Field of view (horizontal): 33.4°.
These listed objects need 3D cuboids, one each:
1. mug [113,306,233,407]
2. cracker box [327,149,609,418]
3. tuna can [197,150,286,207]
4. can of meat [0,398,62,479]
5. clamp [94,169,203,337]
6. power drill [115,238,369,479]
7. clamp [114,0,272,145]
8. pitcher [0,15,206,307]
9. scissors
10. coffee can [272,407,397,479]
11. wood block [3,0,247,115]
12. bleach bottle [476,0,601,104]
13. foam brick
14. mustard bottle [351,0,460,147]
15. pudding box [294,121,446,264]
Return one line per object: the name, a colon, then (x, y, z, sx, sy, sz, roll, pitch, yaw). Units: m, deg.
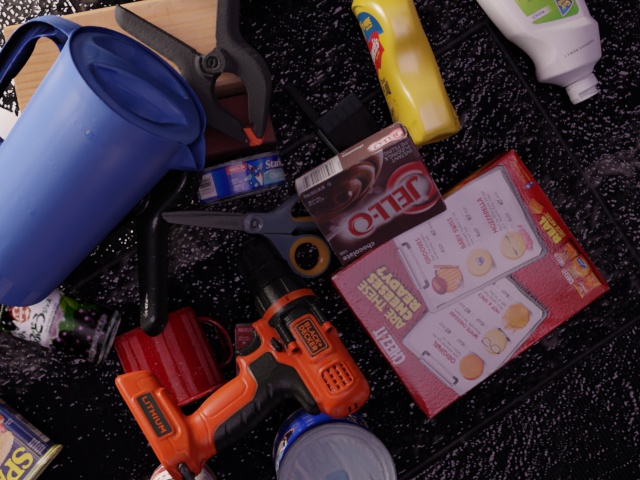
mug: (-0.133, 0.109, 1.001, 0.117, 0.093, 0.081, -23, 89, -37)
cracker box: (0.139, 0.040, 1.026, 0.213, 0.072, 0.164, -35, 91, -3)
tuna can: (-0.076, -0.058, 1.004, 0.086, 0.086, 0.034, -15, 92, -4)
can of meat: (-0.307, 0.207, 0.998, 0.084, 0.057, 0.102, 40, 86, 0)
clamp: (-0.171, -0.033, 0.982, 0.165, 0.036, 0.210, 18, 87, 35)
power drill: (-0.077, 0.105, 0.918, 0.187, 0.057, 0.184, -31, 63, -9)
clamp: (-0.104, -0.158, 0.937, 0.120, 0.039, 0.171, -17, 97, 13)
pitcher: (-0.225, -0.062, 0.914, 0.243, 0.144, 0.149, -45, 50, 26)
scissors: (-0.056, 0.001, 0.991, 0.201, 0.016, 0.096, -15, 109, -36)
coffee can: (0.009, 0.208, 0.978, 0.102, 0.140, 0.103, 0, 89, -4)
wood block: (-0.176, -0.168, 0.996, 0.206, 0.090, 0.091, -11, 91, -5)
bleach bottle: (0.193, -0.245, 1.039, 0.102, 0.068, 0.251, -30, 94, -4)
foam brick: (-0.085, -0.108, 1.020, 0.078, 0.053, 0.051, -13, 90, -4)
mustard bottle: (0.074, -0.183, 1.011, 0.058, 0.096, 0.191, -19, 91, -4)
pudding box: (0.046, -0.042, 0.970, 0.113, 0.039, 0.090, -27, 121, 10)
